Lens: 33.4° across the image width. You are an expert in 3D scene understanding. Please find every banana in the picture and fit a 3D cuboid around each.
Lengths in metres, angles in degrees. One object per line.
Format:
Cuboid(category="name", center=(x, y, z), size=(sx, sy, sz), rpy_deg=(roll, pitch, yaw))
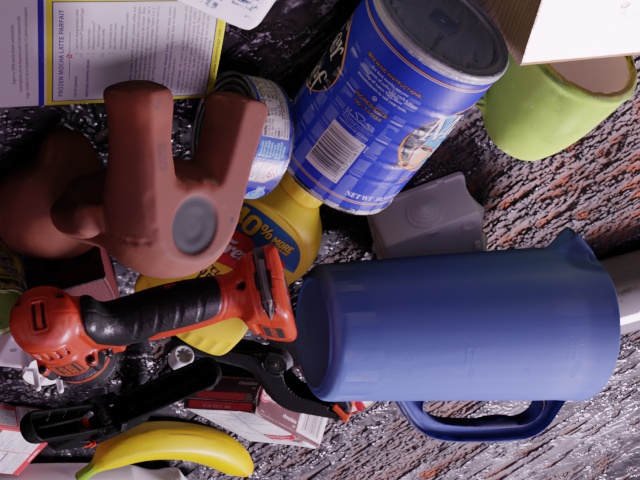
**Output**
Cuboid(category="banana", center=(-0.143, 0.209, 1.064), size=(0.197, 0.037, 0.070), rpy_deg=(8, 134, -33))

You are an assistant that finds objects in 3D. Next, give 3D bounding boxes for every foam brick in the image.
Cuboid(category="foam brick", center=(-0.199, 0.034, 0.822), size=(0.078, 0.053, 0.051), rpy_deg=(-17, 141, -6))

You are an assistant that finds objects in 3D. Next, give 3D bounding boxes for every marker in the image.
Cuboid(category="marker", center=(-0.144, 0.126, 0.959), size=(0.020, 0.020, 0.121), rpy_deg=(5, 150, -29))

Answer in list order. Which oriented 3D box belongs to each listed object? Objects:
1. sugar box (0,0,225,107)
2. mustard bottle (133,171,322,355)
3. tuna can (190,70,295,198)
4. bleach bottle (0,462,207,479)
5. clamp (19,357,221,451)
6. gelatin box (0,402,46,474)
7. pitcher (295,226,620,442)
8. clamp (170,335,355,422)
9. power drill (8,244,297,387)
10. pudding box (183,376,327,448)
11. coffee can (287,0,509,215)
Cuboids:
Cuboid(category="sugar box", center=(-0.150, -0.130, 0.660), size=(0.176, 0.048, 0.093), rpy_deg=(-2, 140, -17))
Cuboid(category="mustard bottle", center=(-0.056, 0.001, 0.831), size=(0.096, 0.058, 0.192), rpy_deg=(40, 116, -10))
Cuboid(category="tuna can", center=(-0.054, -0.072, 0.737), size=(0.033, 0.086, 0.086), rpy_deg=(6, 134, -37))
Cuboid(category="bleach bottle", center=(-0.228, 0.259, 1.066), size=(0.250, 0.068, 0.103), rpy_deg=(1, 136, -28))
Cuboid(category="clamp", center=(-0.193, 0.152, 0.909), size=(0.164, 0.036, 0.210), rpy_deg=(-13, 167, -32))
Cuboid(category="gelatin box", center=(-0.297, 0.177, 0.964), size=(0.089, 0.030, 0.073), rpy_deg=(18, 129, -38))
Cuboid(category="pitcher", center=(0.107, 0.080, 0.869), size=(0.242, 0.149, 0.145), rpy_deg=(-1, 156, -18))
Cuboid(category="clamp", center=(-0.035, 0.088, 0.916), size=(0.171, 0.039, 0.120), rpy_deg=(30, 126, -3))
Cuboid(category="power drill", center=(-0.113, 0.062, 0.771), size=(0.187, 0.057, 0.184), rpy_deg=(-13, 165, -2))
Cuboid(category="pudding box", center=(-0.060, 0.162, 1.014), size=(0.090, 0.039, 0.113), rpy_deg=(-1, 152, 36))
Cuboid(category="coffee can", center=(0.045, -0.100, 0.725), size=(0.102, 0.103, 0.141), rpy_deg=(9, 138, -32))
